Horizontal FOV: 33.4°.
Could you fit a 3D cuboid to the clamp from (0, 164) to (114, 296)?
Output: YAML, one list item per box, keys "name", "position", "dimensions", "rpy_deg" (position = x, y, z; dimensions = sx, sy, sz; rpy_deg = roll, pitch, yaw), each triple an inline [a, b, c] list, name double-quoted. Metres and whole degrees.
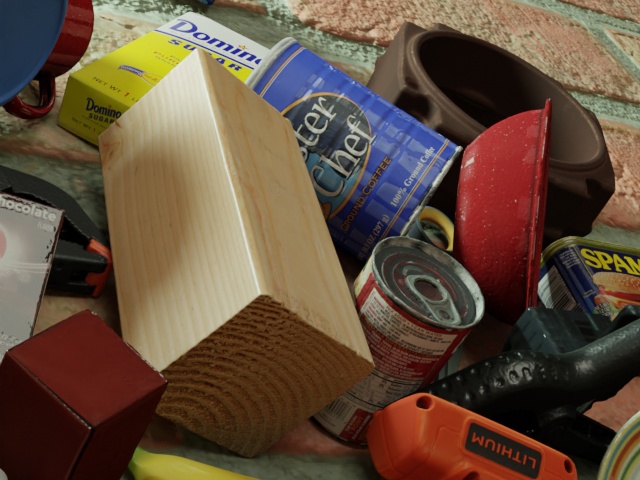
- name: "clamp"
  position: [-0.191, -0.028, 0.590]
  dimensions: [0.171, 0.039, 0.120]
  rpy_deg: [28, 37, -15]

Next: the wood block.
- name: "wood block"
  position: [-0.054, 0.001, 0.588]
  dimensions: [0.090, 0.091, 0.206]
  rpy_deg: [36, 24, -38]

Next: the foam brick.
- name: "foam brick"
  position: [-0.112, 0.080, 0.470]
  dimensions: [0.053, 0.078, 0.051]
  rpy_deg: [40, 36, 15]

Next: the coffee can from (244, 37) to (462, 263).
- name: "coffee can"
  position: [0.010, -0.058, 0.727]
  dimensions: [0.140, 0.103, 0.102]
  rpy_deg: [33, 33, 4]

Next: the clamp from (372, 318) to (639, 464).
- name: "clamp"
  position: [0.131, 0.085, 0.596]
  dimensions: [0.209, 0.165, 0.036]
  rpy_deg: [-1, 46, -28]

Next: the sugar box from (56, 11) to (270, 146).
- name: "sugar box"
  position: [-0.098, -0.108, 0.758]
  dimensions: [0.093, 0.048, 0.176]
  rpy_deg: [28, 34, 7]

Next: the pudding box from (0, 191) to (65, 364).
- name: "pudding box"
  position: [-0.188, 0.014, 0.506]
  dimensions: [0.113, 0.039, 0.090]
  rpy_deg: [18, 60, -20]

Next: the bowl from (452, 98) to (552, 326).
- name: "bowl"
  position: [0.121, -0.015, 0.714]
  dimensions: [0.055, 0.162, 0.162]
  rpy_deg: [6, 31, 13]

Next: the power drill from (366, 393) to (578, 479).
- name: "power drill"
  position: [0.050, 0.165, 0.467]
  dimensions: [0.184, 0.057, 0.187]
  rpy_deg: [27, 49, -19]

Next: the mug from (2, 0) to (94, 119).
- name: "mug"
  position: [-0.196, -0.135, 0.683]
  dimensions: [0.081, 0.093, 0.117]
  rpy_deg: [-9, 82, -70]

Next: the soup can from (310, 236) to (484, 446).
- name: "soup can"
  position: [0.036, 0.058, 0.593]
  dimensions: [0.068, 0.102, 0.068]
  rpy_deg: [21, 34, -15]
